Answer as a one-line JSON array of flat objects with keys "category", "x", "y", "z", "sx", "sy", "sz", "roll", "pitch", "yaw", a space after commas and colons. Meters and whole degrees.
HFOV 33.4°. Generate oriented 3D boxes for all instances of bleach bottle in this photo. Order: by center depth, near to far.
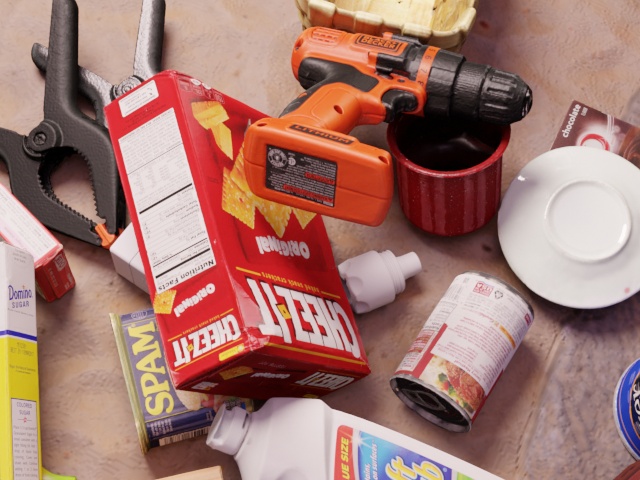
[{"category": "bleach bottle", "x": 0.041, "y": 0.179, "z": 0.713, "sx": 0.250, "sy": 0.068, "sz": 0.102, "roll": 25, "pitch": 60, "yaw": -9}]

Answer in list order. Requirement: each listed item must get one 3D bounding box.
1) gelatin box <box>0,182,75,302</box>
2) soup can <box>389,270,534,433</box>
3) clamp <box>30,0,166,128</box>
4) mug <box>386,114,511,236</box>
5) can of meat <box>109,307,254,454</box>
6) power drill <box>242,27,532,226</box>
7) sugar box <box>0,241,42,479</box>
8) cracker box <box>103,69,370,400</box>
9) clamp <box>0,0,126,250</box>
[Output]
[{"category": "gelatin box", "x": -0.225, "y": -0.002, "z": 0.799, "sx": 0.089, "sy": 0.073, "sz": 0.030, "roll": 43, "pitch": 70, "yaw": 14}, {"category": "soup can", "x": 0.106, "y": 0.081, "z": 0.790, "sx": 0.068, "sy": 0.068, "sz": 0.102, "roll": 32, "pitch": 68, "yaw": 9}, {"category": "clamp", "x": -0.147, "y": -0.126, "z": 0.872, "sx": 0.120, "sy": 0.039, "sz": 0.171, "roll": -37, "pitch": 77, "yaw": 2}, {"category": "mug", "x": 0.100, "y": -0.066, "z": 0.838, "sx": 0.093, "sy": 0.081, "sz": 0.117, "roll": -5, "pitch": 51, "yaw": 4}, {"category": "can of meat", "x": -0.101, "y": 0.094, "z": 0.777, "sx": 0.084, "sy": 0.057, "sz": 0.102, "roll": -13, "pitch": 68, "yaw": -12}, {"category": "power drill", "x": 0.042, "y": -0.084, "z": 0.746, "sx": 0.185, "sy": 0.057, "sz": 0.187, "roll": 14, "pitch": 36, "yaw": 17}, {"category": "sugar box", "x": -0.239, "y": 0.096, "z": 0.723, "sx": 0.093, "sy": 0.048, "sz": 0.176, "roll": -10, "pitch": 73, "yaw": 16}, {"category": "cracker box", "x": -0.055, "y": 0.001, "z": 0.759, "sx": 0.072, "sy": 0.164, "sz": 0.214, "roll": -28, "pitch": 67, "yaw": 23}, {"category": "clamp", "x": -0.210, "y": -0.086, "z": 0.841, "sx": 0.164, "sy": 0.036, "sz": 0.210, "roll": -43, "pitch": 78, "yaw": 2}]
